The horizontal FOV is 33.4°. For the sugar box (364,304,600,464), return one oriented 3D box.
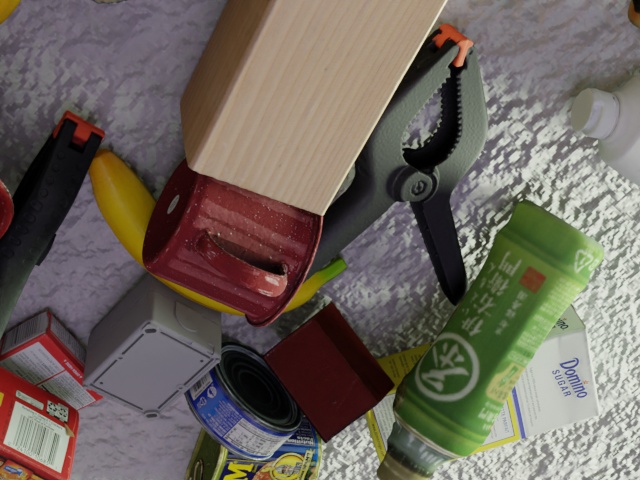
[{"bbox_3d":[0.120,0.116,0.822,0.176,0.048,0.093,-18,122,-2],"label":"sugar box"}]

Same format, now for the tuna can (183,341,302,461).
[{"bbox_3d":[-0.055,0.113,0.763,0.086,0.086,0.034,34,110,-28],"label":"tuna can"}]

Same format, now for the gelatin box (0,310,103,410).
[{"bbox_3d":[-0.209,0.098,0.758,0.089,0.030,0.073,-27,125,11],"label":"gelatin box"}]

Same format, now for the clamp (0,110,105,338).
[{"bbox_3d":[-0.183,0.005,0.644,0.039,0.120,0.171,25,102,-28],"label":"clamp"}]

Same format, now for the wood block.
[{"bbox_3d":[0.003,-0.130,0.605,0.090,0.090,0.206,19,118,-22],"label":"wood block"}]

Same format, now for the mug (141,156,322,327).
[{"bbox_3d":[-0.054,0.001,0.646,0.081,0.117,0.093,25,105,-22],"label":"mug"}]

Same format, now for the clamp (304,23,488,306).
[{"bbox_3d":[0.046,-0.038,0.696,0.164,0.036,0.210,-5,125,-26],"label":"clamp"}]

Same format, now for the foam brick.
[{"bbox_3d":[0.006,0.093,0.759,0.051,0.053,0.078,-39,85,18],"label":"foam brick"}]

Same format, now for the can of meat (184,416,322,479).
[{"bbox_3d":[-0.053,0.178,0.826,0.083,0.057,0.102,9,122,-20],"label":"can of meat"}]

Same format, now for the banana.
[{"bbox_3d":[-0.078,0.007,0.719,0.197,0.037,0.069,25,88,-28],"label":"banana"}]
